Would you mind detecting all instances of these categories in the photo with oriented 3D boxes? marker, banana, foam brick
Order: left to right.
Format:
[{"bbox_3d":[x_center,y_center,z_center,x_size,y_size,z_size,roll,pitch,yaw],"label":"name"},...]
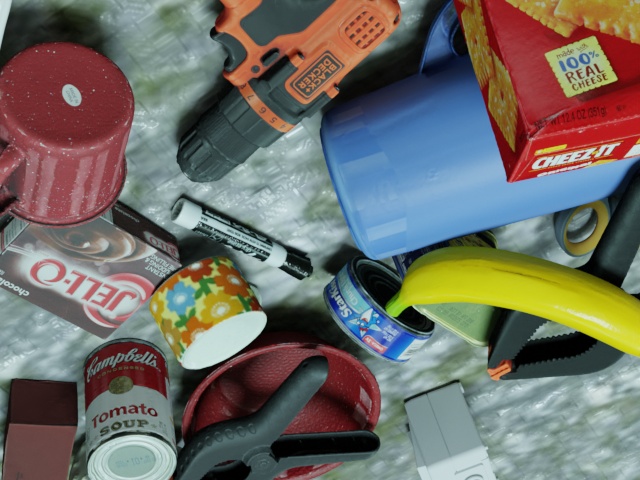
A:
[{"bbox_3d":[-0.224,0.155,0.848,0.053,0.051,0.078,7,125,-17],"label":"foam brick"},{"bbox_3d":[-0.055,0.001,0.791,0.121,0.020,0.020,26,117,-29],"label":"marker"},{"bbox_3d":[0.138,0.037,0.696,0.198,0.037,0.069,11,150,17],"label":"banana"}]

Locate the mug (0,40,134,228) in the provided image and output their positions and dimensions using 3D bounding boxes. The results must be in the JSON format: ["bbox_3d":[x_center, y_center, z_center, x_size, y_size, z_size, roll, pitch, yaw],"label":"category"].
[{"bbox_3d":[-0.165,-0.059,0.643,0.093,0.117,0.082,39,148,4],"label":"mug"}]

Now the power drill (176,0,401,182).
[{"bbox_3d":[-0.069,-0.136,0.660,0.185,0.057,0.187,-41,127,17],"label":"power drill"}]

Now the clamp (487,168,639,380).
[{"bbox_3d":[0.205,0.048,0.730,0.164,0.036,0.210,33,131,-19],"label":"clamp"}]

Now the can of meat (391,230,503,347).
[{"bbox_3d":[0.100,0.023,0.804,0.102,0.084,0.057,31,115,-31],"label":"can of meat"}]

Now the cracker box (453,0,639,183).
[{"bbox_3d":[0.159,-0.154,0.599,0.164,0.214,0.072,-12,163,-5],"label":"cracker box"}]

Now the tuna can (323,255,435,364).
[{"bbox_3d":[0.046,0.052,0.812,0.086,0.086,0.034,28,114,-30],"label":"tuna can"}]

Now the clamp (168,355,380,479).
[{"bbox_3d":[-0.038,0.164,0.837,0.171,0.039,0.120,-31,123,13],"label":"clamp"}]

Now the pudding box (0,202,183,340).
[{"bbox_3d":[-0.169,0.012,0.759,0.090,0.039,0.113,-43,125,19],"label":"pudding box"}]

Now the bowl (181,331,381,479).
[{"bbox_3d":[-0.035,0.127,0.869,0.162,0.055,0.162,-7,128,-9],"label":"bowl"}]

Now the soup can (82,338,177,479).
[{"bbox_3d":[-0.147,0.134,0.818,0.068,0.102,0.068,-6,128,-9],"label":"soup can"}]

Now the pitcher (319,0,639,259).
[{"bbox_3d":[0.124,-0.083,0.706,0.243,0.149,0.145,-18,149,8],"label":"pitcher"}]
